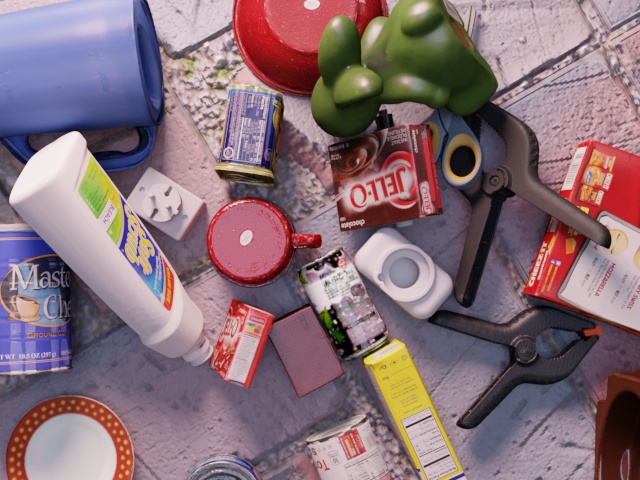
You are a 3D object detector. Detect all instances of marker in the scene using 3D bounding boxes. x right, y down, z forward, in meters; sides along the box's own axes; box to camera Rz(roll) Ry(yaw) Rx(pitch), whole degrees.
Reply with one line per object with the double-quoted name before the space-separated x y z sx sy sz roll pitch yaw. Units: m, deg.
"marker" 0.074 -0.073 1.083 0.020 0.020 0.121 -11 89 -1

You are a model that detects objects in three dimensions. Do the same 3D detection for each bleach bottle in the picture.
"bleach bottle" -0.186 0.021 1.024 0.068 0.102 0.250 -27 118 19

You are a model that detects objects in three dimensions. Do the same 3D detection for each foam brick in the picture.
"foam brick" -0.016 0.108 1.061 0.053 0.051 0.078 -26 89 -2

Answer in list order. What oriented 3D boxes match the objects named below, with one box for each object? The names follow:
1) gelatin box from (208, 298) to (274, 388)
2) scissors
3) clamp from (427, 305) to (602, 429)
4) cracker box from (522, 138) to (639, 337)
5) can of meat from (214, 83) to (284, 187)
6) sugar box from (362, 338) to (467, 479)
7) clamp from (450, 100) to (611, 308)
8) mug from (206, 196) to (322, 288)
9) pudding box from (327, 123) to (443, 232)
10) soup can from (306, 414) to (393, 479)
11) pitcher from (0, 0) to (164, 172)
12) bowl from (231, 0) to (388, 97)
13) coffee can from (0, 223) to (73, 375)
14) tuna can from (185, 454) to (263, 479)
"gelatin box" -0.079 0.098 1.041 0.030 0.089 0.073 20 88 -16
"scissors" 0.144 -0.135 1.059 0.096 0.016 0.202 26 85 27
"clamp" 0.193 0.103 1.071 0.171 0.039 0.120 -23 93 -7
"cracker box" 0.331 0.013 1.059 0.213 0.072 0.164 19 89 -1
"can of meat" -0.067 -0.101 1.042 0.057 0.102 0.084 8 86 0
"sugar box" 0.098 0.185 1.040 0.048 0.093 0.176 -27 90 -1
"clamp" 0.172 -0.046 1.052 0.165 0.036 0.210 -33 64 25
"mug" -0.057 0.001 1.048 0.117 0.081 0.093 3 88 -1
"pudding box" 0.062 -0.060 1.041 0.039 0.114 0.090 -6 87 -42
"soup can" 0.035 0.231 1.050 0.068 0.068 0.102 -23 88 -1
"pitcher" -0.275 -0.152 1.033 0.243 0.145 0.149 -8 61 3
"bowl" -0.010 -0.228 1.069 0.162 0.055 0.162 0 88 -1
"coffee can" -0.293 0.056 1.033 0.103 0.103 0.140 -2 89 -1
"tuna can" -0.097 0.259 1.064 0.086 0.034 0.086 0 88 -1
